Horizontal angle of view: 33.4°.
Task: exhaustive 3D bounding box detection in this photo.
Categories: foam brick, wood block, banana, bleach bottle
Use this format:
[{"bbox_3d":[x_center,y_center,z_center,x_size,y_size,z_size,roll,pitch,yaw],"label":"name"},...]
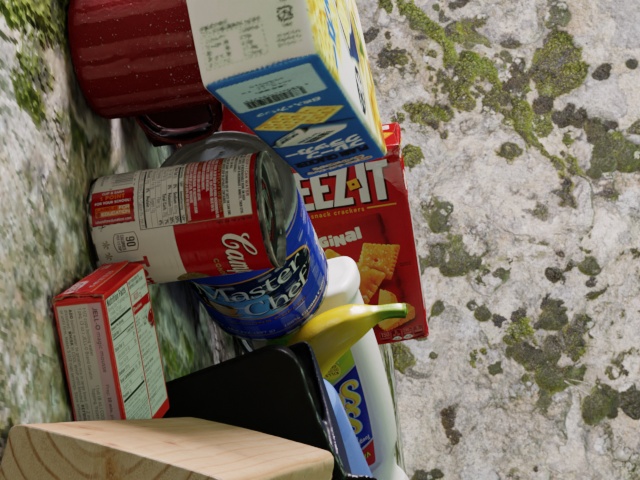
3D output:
[{"bbox_3d":[-0.100,-0.110,0.732,0.078,0.051,0.053,73,12,-53],"label":"foam brick"},{"bbox_3d":[-0.063,0.134,0.484,0.206,0.090,0.091,38,65,-76],"label":"wood block"},{"bbox_3d":[-0.006,0.111,0.819,0.037,0.069,0.198,-74,-169,-53],"label":"banana"},{"bbox_3d":[0.022,0.142,0.896,0.068,0.103,0.251,-78,148,-63],"label":"bleach bottle"}]

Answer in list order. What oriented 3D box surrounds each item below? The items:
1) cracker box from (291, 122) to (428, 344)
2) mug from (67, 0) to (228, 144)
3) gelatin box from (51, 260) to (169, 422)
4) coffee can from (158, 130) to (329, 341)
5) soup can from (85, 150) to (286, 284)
[{"bbox_3d":[0.013,0.005,1.059,0.072,0.164,0.214,-86,167,-65],"label":"cracker box"},{"bbox_3d":[-0.096,-0.109,0.642,0.093,0.081,0.117,-89,168,-49],"label":"mug"},{"bbox_3d":[-0.109,0.062,0.562,0.073,0.030,0.089,-59,142,-76],"label":"gelatin box"},{"bbox_3d":[-0.055,0.001,0.764,0.140,0.103,0.103,68,16,-63],"label":"coffee can"},{"bbox_3d":[-0.076,-0.011,0.614,0.068,0.102,0.068,-8,90,-83],"label":"soup can"}]
